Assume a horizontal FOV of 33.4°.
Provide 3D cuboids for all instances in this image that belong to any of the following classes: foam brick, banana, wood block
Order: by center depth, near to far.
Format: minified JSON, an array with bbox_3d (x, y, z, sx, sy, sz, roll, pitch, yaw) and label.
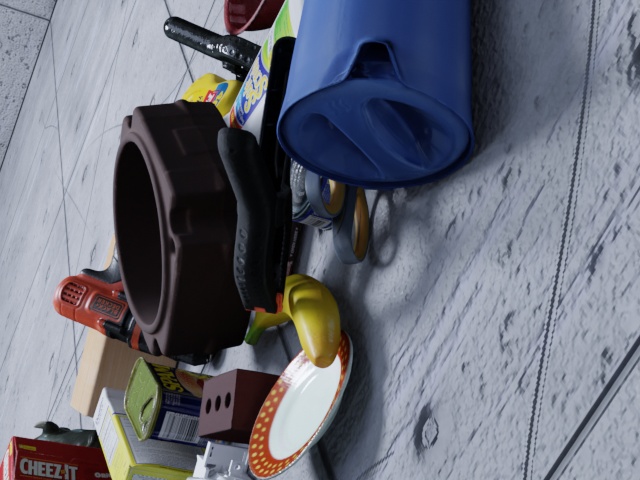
[{"bbox_3d":[-0.017,0.062,0.870,0.198,0.037,0.069,178,103,-72],"label":"banana"},{"bbox_3d":[-0.066,0.145,0.921,0.078,0.051,0.053,-30,50,58],"label":"foam brick"},{"bbox_3d":[-0.211,0.101,1.219,0.090,0.090,0.206,0,77,66],"label":"wood block"}]

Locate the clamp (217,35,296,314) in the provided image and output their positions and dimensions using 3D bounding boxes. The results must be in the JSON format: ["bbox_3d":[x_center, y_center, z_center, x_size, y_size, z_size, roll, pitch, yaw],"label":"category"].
[{"bbox_3d":[-0.039,-0.038,0.798,0.164,0.036,0.210,-70,-15,-48],"label":"clamp"}]

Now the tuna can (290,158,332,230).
[{"bbox_3d":[0.000,-0.054,0.916,0.086,0.033,0.086,-45,38,49],"label":"tuna can"}]

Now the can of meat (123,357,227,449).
[{"bbox_3d":[-0.134,0.158,1.022,0.102,0.083,0.057,35,108,65],"label":"can of meat"}]

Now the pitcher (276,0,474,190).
[{"bbox_3d":[0.048,-0.163,0.779,0.149,0.144,0.243,-24,50,46],"label":"pitcher"}]

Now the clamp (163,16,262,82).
[{"bbox_3d":[-0.094,-0.196,1.113,0.172,0.120,0.039,21,90,62],"label":"clamp"}]

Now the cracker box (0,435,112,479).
[{"bbox_3d":[-0.285,0.321,1.161,0.214,0.164,0.072,-62,28,28],"label":"cracker box"}]

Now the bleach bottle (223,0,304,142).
[{"bbox_3d":[-0.041,-0.120,0.962,0.251,0.068,0.102,-53,32,42],"label":"bleach bottle"}]

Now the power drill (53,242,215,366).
[{"bbox_3d":[-0.165,0.026,1.123,0.057,0.184,0.187,81,-149,-67],"label":"power drill"}]

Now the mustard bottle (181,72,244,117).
[{"bbox_3d":[-0.108,-0.129,1.168,0.096,0.058,0.192,-62,25,1],"label":"mustard bottle"}]

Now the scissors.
[{"bbox_3d":[0.016,-0.079,0.844,0.016,0.096,0.201,-13,60,25],"label":"scissors"}]

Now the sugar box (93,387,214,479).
[{"bbox_3d":[-0.164,0.206,1.050,0.176,0.093,0.048,36,109,66],"label":"sugar box"}]

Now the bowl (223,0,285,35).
[{"bbox_3d":[-0.046,-0.287,1.129,0.162,0.055,0.162,-45,38,49],"label":"bowl"}]
